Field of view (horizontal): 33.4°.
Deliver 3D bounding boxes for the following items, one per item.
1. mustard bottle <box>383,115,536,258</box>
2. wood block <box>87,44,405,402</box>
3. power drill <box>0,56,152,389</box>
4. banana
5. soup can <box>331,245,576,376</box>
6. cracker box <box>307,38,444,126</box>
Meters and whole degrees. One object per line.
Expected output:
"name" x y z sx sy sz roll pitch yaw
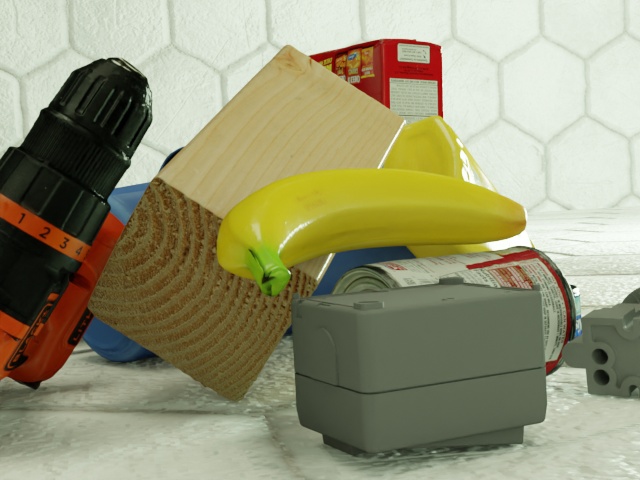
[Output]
"mustard bottle" 0.110 0.002 0.746 0.058 0.096 0.191 -19 -37 24
"wood block" -0.031 -0.020 0.584 0.091 0.090 0.206 32 31 -1
"power drill" -0.134 0.008 0.511 0.057 0.184 0.188 33 -5 -1
"banana" 0.018 -0.006 0.478 0.070 0.037 0.197 37 31 29
"soup can" 0.062 0.040 0.508 0.102 0.068 0.069 -6 4 -35
"cracker box" 0.032 -0.051 0.892 0.071 0.214 0.164 -3 3 -32
